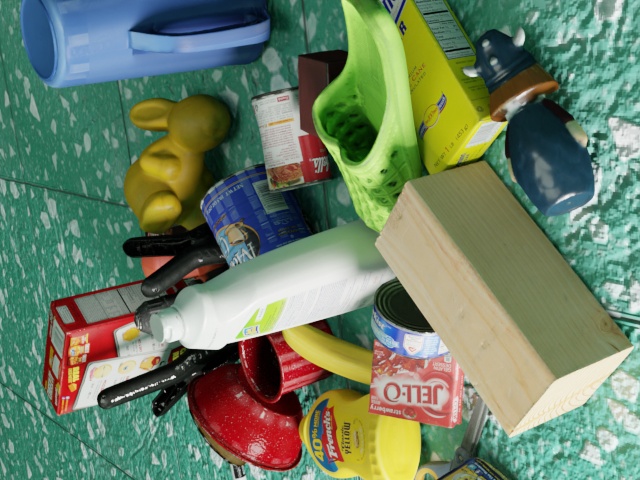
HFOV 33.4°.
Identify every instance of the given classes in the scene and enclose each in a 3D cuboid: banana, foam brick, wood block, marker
[{"bbox_3d":[0.032,0.123,1.109,0.198,0.069,0.037,18,77,30],"label":"banana"},{"bbox_3d":[0.014,-0.143,1.046,0.051,0.052,0.078,25,122,51],"label":"foam brick"},{"bbox_3d":[0.145,0.044,0.883,0.206,0.090,0.090,56,144,27],"label":"wood block"},{"bbox_3d":[-0.121,0.280,1.459,0.020,0.020,0.121,-2,101,57],"label":"marker"}]

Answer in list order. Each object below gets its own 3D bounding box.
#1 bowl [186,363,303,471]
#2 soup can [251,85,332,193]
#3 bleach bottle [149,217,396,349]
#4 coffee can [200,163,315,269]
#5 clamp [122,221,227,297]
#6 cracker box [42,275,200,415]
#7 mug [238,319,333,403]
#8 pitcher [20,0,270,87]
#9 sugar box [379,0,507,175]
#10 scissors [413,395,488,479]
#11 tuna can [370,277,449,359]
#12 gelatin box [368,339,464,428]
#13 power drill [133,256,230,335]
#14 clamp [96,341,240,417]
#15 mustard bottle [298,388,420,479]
[{"bbox_3d":[-0.075,0.195,1.258,0.055,0.161,0.162,-54,53,19],"label":"bowl"},{"bbox_3d":[-0.031,-0.106,1.115,0.069,0.068,0.102,-6,97,58],"label":"soup can"},{"bbox_3d":[-0.043,0.046,1.025,0.068,0.250,0.103,54,143,30],"label":"bleach bottle"},{"bbox_3d":[-0.058,0.001,1.168,0.140,0.102,0.103,63,146,18],"label":"coffee can"},{"bbox_3d":[-0.142,0.014,1.234,0.120,0.171,0.039,-111,6,-53],"label":"clamp"},{"bbox_3d":[-0.257,0.132,1.427,0.072,0.213,0.164,52,141,35],"label":"cracker box"},{"bbox_3d":[-0.040,0.132,1.214,0.117,0.081,0.093,-44,66,54],"label":"mug"},{"bbox_3d":[-0.181,-0.232,1.131,0.149,0.242,0.145,-37,74,57],"label":"pitcher"},{"bbox_3d":[0.091,-0.150,0.928,0.176,0.048,0.093,61,147,19],"label":"sugar box"},{"bbox_3d":[0.128,0.209,1.049,0.096,0.016,0.202,29,126,49],"label":"scissors"},{"bbox_3d":[0.090,0.071,0.985,0.086,0.086,0.034,42,137,41],"label":"tuna can"},{"bbox_3d":[0.092,0.134,1.017,0.089,0.030,0.073,7,95,30],"label":"gelatin box"},{"bbox_3d":[-0.153,0.052,1.280,0.188,0.184,0.057,-141,46,-56],"label":"power drill"},{"bbox_3d":[-0.165,0.167,1.362,0.036,0.210,0.164,61,-178,19],"label":"clamp"},{"bbox_3d":[0.031,0.210,1.157,0.192,0.058,0.096,-9,82,59],"label":"mustard bottle"}]
